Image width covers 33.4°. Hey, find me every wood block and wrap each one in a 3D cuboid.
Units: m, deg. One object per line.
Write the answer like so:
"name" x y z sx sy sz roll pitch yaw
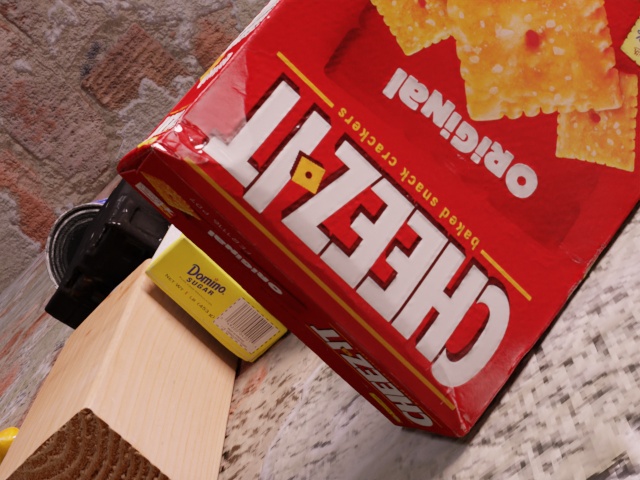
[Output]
"wood block" -0.116 0.104 0.640 0.090 0.090 0.206 -43 15 14

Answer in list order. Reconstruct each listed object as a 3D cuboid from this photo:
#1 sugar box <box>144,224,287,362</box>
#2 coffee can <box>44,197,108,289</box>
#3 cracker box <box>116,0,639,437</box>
"sugar box" -0.055 0.001 0.745 0.048 0.093 0.176 -40 16 24
"coffee can" -0.189 0.005 1.034 0.103 0.103 0.140 -43 -2 15
"cracker box" 0.051 -0.054 0.438 0.213 0.164 0.072 -51 12 -17
